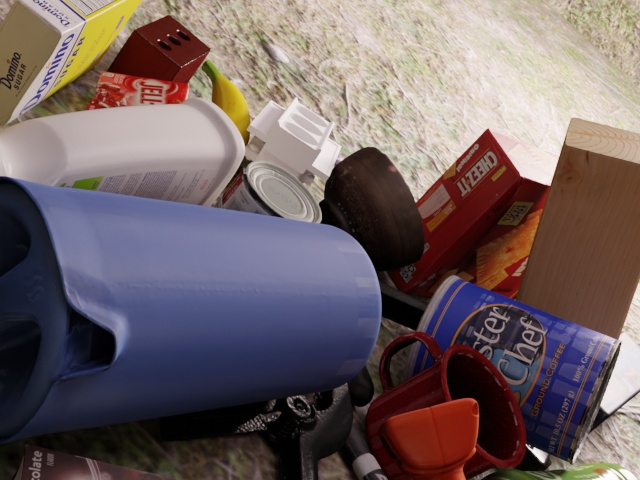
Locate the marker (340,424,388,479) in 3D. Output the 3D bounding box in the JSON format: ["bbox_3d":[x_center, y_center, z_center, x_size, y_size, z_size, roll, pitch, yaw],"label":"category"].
[{"bbox_3d":[0.043,0.176,0.725,0.020,0.020,0.121,8,41,-48],"label":"marker"}]

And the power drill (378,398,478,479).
[{"bbox_3d":[0.081,0.183,0.581,0.184,0.057,0.187,90,-13,-79],"label":"power drill"}]

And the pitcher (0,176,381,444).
[{"bbox_3d":[-0.089,0.036,0.617,0.242,0.145,0.149,3,52,-44],"label":"pitcher"}]

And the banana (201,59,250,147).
[{"bbox_3d":[-0.096,-0.095,0.931,0.069,0.037,0.197,30,28,-11],"label":"banana"}]

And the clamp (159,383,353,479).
[{"bbox_3d":[-0.018,0.128,0.695,0.120,0.039,0.171,52,34,6],"label":"clamp"}]

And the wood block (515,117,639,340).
[{"bbox_3d":[0.225,0.013,0.908,0.091,0.206,0.090,16,25,10],"label":"wood block"}]

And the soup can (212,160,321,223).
[{"bbox_3d":[-0.055,0.001,0.764,0.068,0.102,0.068,31,28,-19],"label":"soup can"}]

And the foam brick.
[{"bbox_3d":[-0.143,-0.159,0.946,0.053,0.051,0.078,40,26,-3],"label":"foam brick"}]

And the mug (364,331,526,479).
[{"bbox_3d":[0.081,0.123,0.764,0.093,0.082,0.117,-13,72,-57],"label":"mug"}]

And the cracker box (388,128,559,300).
[{"bbox_3d":[0.184,-0.008,1.032,0.213,0.164,0.072,13,40,-44],"label":"cracker box"}]

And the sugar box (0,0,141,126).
[{"bbox_3d":[-0.199,-0.156,0.820,0.048,0.093,0.176,38,27,-8],"label":"sugar box"}]

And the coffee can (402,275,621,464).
[{"bbox_3d":[0.149,0.099,0.833,0.140,0.103,0.102,21,20,20],"label":"coffee can"}]

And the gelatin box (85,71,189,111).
[{"bbox_3d":[-0.145,-0.101,0.846,0.073,0.030,0.089,8,33,-4],"label":"gelatin box"}]

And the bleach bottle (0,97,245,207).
[{"bbox_3d":[-0.160,-0.045,0.691,0.068,0.103,0.250,48,26,19],"label":"bleach bottle"}]
